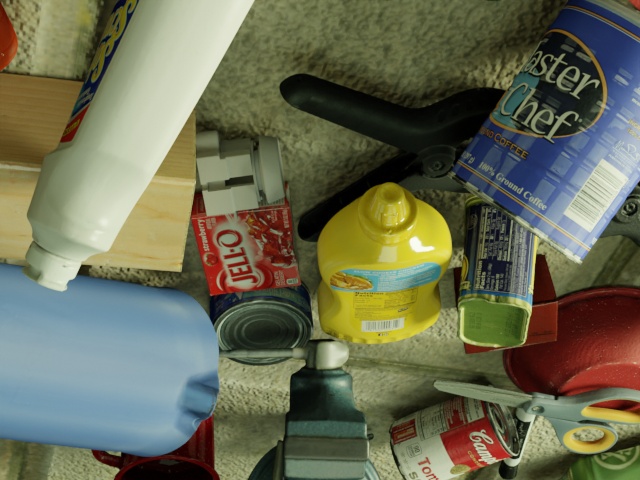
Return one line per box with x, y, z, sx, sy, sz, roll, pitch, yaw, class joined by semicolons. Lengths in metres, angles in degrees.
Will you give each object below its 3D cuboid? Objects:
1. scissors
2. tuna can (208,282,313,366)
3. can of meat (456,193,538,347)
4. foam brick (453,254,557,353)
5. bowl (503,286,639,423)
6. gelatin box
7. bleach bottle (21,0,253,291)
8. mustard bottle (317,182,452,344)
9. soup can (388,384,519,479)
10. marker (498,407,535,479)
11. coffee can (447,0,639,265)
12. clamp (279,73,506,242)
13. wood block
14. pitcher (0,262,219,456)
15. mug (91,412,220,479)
0.185;0.152;0.916;0.201;0.016;0.096;2;135;-8;scissors
-0.048;0.064;0.870;0.086;0.034;0.086;-3;135;-3;tuna can
0.131;0.025;0.790;0.057;0.084;0.102;5;156;10;can of meat
0.149;0.052;0.866;0.078;0.051;0.053;-9;136;3;foam brick
0.245;0.113;0.935;0.162;0.055;0.162;-3;136;-3;bowl
-0.055;0.001;0.808;0.073;0.030;0.089;-6;135;0;gelatin box
-0.100;-0.085;0.593;0.068;0.103;0.251;24;98;-25;bleach bottle
0.045;0.014;0.776;0.096;0.058;0.192;-3;153;-1;mustard bottle
0.122;0.182;0.982;0.102;0.068;0.068;-25;132;19;soup can
0.191;0.195;1.037;0.020;0.020;0.121;-1;135;-5;marker
0.161;-0.070;0.670;0.102;0.103;0.140;30;99;-31;coffee can
0.072;-0.070;0.740;0.210;0.036;0.164;-11;144;4;clamp
-0.190;-0.047;0.703;0.206;0.091;0.090;5;135;-11;wood block
-0.200;0.078;0.750;0.149;0.145;0.242;-31;154;23;pitcher
-0.146;0.181;0.943;0.117;0.081;0.093;14;132;-19;mug
